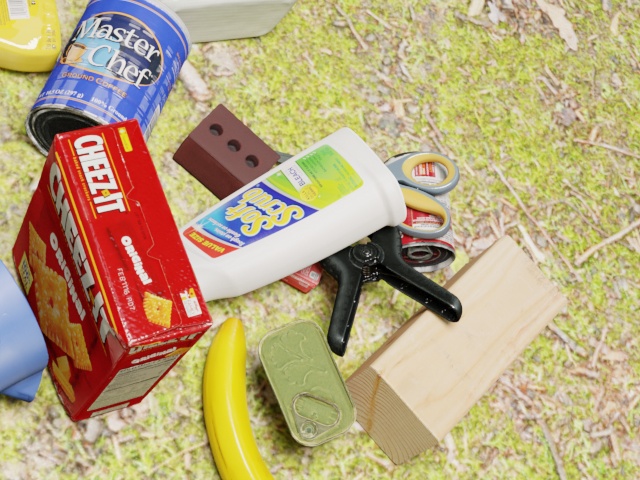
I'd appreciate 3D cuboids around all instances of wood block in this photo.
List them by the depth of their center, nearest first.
[{"bbox_3d":[0.122,0.098,0.985,0.090,0.091,0.205,48,58,3],"label":"wood block"}]

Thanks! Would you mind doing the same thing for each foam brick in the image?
[{"bbox_3d":[-0.088,-0.078,0.995,0.078,0.051,0.053,41,58,-2],"label":"foam brick"}]

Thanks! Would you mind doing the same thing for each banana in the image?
[{"bbox_3d":[-0.065,0.163,0.909,0.069,0.037,0.198,-9,72,-45],"label":"banana"}]

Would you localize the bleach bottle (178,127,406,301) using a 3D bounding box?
[{"bbox_3d":[-0.056,0.001,0.928,0.250,0.068,0.103,-31,52,-9],"label":"bleach bottle"}]

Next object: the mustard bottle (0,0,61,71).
[{"bbox_3d":[-0.331,-0.194,0.937,0.191,0.058,0.096,-5,69,-26],"label":"mustard bottle"}]

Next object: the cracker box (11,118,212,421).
[{"bbox_3d":[-0.169,0.031,0.815,0.072,0.214,0.164,-15,74,-28],"label":"cracker box"}]

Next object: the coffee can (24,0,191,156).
[{"bbox_3d":[-0.186,-0.139,0.949,0.102,0.103,0.140,26,60,-11],"label":"coffee can"}]

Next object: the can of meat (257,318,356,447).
[{"bbox_3d":[-0.012,0.125,0.911,0.057,0.084,0.102,-23,78,-7],"label":"can of meat"}]

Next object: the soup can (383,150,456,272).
[{"bbox_3d":[0.095,-0.028,1.043,0.068,0.069,0.102,8,64,-20],"label":"soup can"}]

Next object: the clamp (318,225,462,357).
[{"bbox_3d":[0.035,0.028,0.948,0.120,0.039,0.172,-19,50,-20],"label":"clamp"}]

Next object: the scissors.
[{"bbox_3d":[0.045,-0.071,1.021,0.202,0.016,0.096,32,71,18],"label":"scissors"}]
